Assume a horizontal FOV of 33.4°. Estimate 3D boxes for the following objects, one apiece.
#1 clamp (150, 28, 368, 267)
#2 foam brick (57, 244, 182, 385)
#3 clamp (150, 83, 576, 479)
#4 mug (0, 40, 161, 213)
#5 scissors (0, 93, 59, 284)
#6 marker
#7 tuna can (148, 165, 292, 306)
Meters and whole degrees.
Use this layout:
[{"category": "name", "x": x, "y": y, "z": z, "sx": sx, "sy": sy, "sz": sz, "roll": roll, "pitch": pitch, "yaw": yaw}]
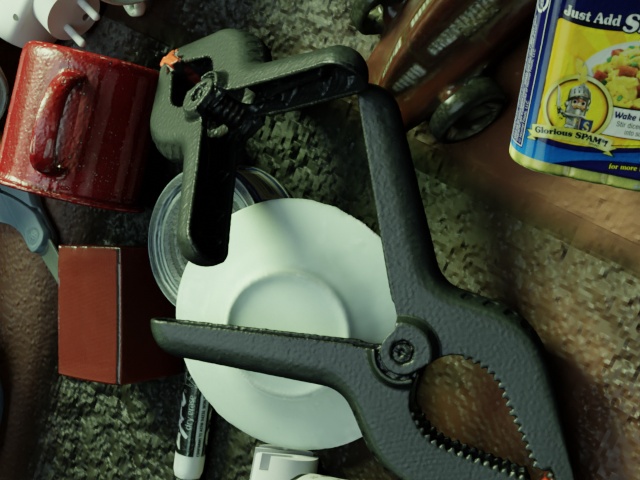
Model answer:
[{"category": "clamp", "x": -0.040, "y": -0.070, "z": 0.535, "sx": 0.120, "sy": 0.039, "sz": 0.171, "roll": -41, "pitch": 37, "yaw": 9}, {"category": "foam brick", "x": -0.116, "y": 0.041, "z": 0.620, "sx": 0.051, "sy": 0.052, "sz": 0.078, "roll": 0, "pitch": 89, "yaw": 35}, {"category": "clamp", "x": 0.042, "y": 0.040, "z": 0.494, "sx": 0.210, "sy": 0.036, "sz": 0.164, "roll": 37, "pitch": 98, "yaw": 12}, {"category": "mug", "x": -0.138, "y": -0.065, "z": 0.601, "sx": 0.093, "sy": 0.117, "sz": 0.081, "roll": 14, "pitch": 94, "yaw": 4}, {"category": "scissors", "x": -0.197, "y": -0.001, "z": 0.698, "sx": 0.096, "sy": 0.016, "sz": 0.202, "roll": -30, "pitch": 73, "yaw": 34}, {"category": "marker", "x": -0.072, "y": 0.103, "z": 0.610, "sx": 0.020, "sy": 0.020, "sz": 0.121, "roll": 13, "pitch": 98, "yaw": 34}, {"category": "tuna can", "x": -0.054, "y": 0.001, "z": 0.587, "sx": 0.086, "sy": 0.033, "sz": 0.086, "roll": 0, "pitch": 91, "yaw": 35}]
